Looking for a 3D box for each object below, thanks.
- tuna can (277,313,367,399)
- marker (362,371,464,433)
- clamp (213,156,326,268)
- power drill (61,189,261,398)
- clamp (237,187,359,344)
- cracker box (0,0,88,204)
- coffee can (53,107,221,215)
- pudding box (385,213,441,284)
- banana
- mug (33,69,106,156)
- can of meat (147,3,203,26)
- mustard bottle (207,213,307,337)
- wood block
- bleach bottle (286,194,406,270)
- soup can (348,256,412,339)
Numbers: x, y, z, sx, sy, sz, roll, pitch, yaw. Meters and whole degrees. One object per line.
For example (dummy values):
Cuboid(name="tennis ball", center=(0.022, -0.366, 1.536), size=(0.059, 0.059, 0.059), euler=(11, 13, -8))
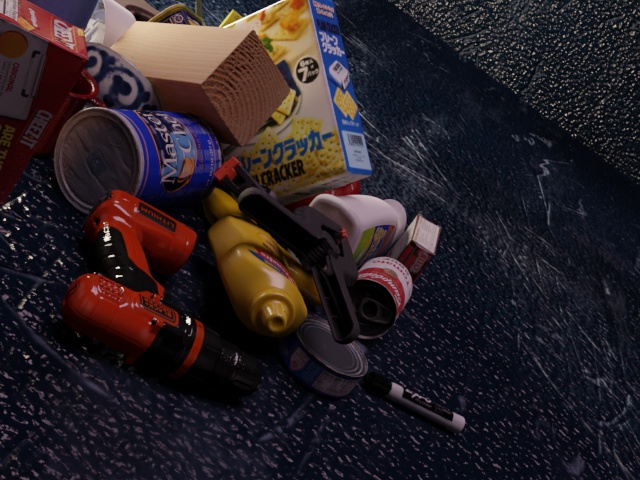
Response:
Cuboid(name="tuna can", center=(0.002, 0.112, 1.030), size=(0.086, 0.034, 0.086), euler=(31, 22, -14))
Cuboid(name="marker", center=(0.094, 0.164, 1.085), size=(0.121, 0.020, 0.020), euler=(29, 22, -19))
Cuboid(name="clamp", center=(-0.064, -0.040, 1.113), size=(0.120, 0.039, 0.171), euler=(37, -9, 44))
Cuboid(name="power drill", center=(-0.137, 0.045, 0.924), size=(0.184, 0.057, 0.188), euler=(32, 19, -29))
Cuboid(name="clamp", center=(0.002, 0.020, 1.026), size=(0.164, 0.036, 0.209), euler=(57, 13, 7))
Cuboid(name="cracker box", center=(-0.326, -0.146, 0.884), size=(0.213, 0.164, 0.072), euler=(24, 26, -28))
Cuboid(name="coffee can", center=(-0.178, -0.078, 1.056), size=(0.103, 0.103, 0.140), euler=(43, 22, 17))
Cuboid(name="pudding box", center=(0.105, 0.025, 1.294), size=(0.039, 0.090, 0.113), euler=(34, 21, -4))
Cuboid(name="banana", center=(-0.070, -0.001, 1.152), size=(0.198, 0.037, 0.069), euler=(46, 23, 23))
Cuboid(name="mug", center=(-0.270, -0.134, 1.059), size=(0.117, 0.082, 0.093), euler=(21, 26, -34))
Cuboid(name="can of meat", center=(-0.162, -0.235, 1.323), size=(0.084, 0.057, 0.102), euler=(60, 9, 8))
Cuboid(name="mustard bottle", center=(-0.056, 0.041, 1.002), size=(0.096, 0.058, 0.192), euler=(48, 5, -22))
Cuboid(name="wood block", center=(-0.146, -0.174, 1.167), size=(0.206, 0.090, 0.090), euler=(14, -32, 44))
Cuboid(name="bleach bottle", center=(0.050, -0.015, 1.276), size=(0.068, 0.103, 0.250), euler=(36, 21, 15))
Cuboid(name="soup can", center=(0.061, 0.062, 1.182), size=(0.068, 0.069, 0.102), euler=(38, 20, 4))
